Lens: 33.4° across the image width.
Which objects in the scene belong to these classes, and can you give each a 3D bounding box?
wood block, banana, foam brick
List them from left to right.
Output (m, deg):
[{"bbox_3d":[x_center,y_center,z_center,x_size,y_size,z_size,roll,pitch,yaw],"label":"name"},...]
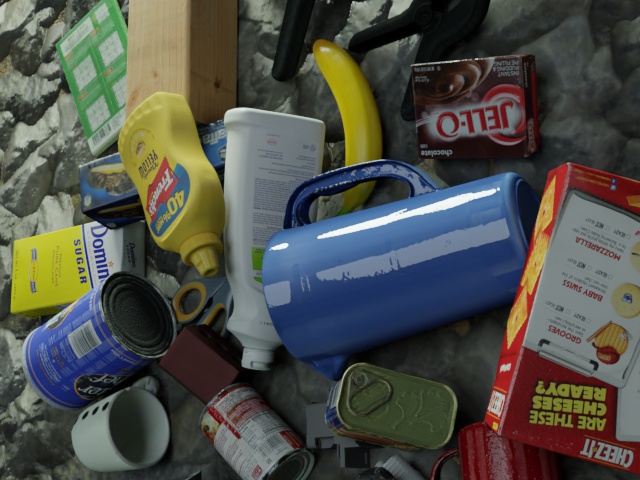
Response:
[{"bbox_3d":[-0.152,-0.213,1.183,0.090,0.090,0.206,-10,73,32],"label":"wood block"},{"bbox_3d":[-0.113,0.128,1.088,0.078,0.053,0.051,36,102,16],"label":"foam brick"},{"bbox_3d":[0.028,-0.119,1.068,0.070,0.037,0.198,-13,74,29],"label":"banana"}]

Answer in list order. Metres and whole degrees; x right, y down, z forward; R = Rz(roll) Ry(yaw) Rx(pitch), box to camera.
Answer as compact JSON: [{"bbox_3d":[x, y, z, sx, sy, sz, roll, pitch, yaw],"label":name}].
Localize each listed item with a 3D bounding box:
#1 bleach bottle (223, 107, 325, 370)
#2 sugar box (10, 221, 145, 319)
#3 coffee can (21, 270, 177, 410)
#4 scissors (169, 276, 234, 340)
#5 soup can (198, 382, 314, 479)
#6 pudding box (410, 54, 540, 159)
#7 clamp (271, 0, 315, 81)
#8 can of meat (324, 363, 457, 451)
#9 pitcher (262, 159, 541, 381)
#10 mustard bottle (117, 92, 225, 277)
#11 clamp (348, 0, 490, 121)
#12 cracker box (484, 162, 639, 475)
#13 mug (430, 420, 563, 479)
[{"bbox_3d":[-0.057,0.001,1.056,0.068,0.102,0.251,-176,93,-69],"label":"bleach bottle"},{"bbox_3d":[-0.283,0.032,1.241,0.177,0.048,0.093,-13,71,32],"label":"sugar box"},{"bbox_3d":[-0.239,0.109,1.149,0.141,0.102,0.103,-33,62,31],"label":"coffee can"},{"bbox_3d":[-0.096,0.031,1.133,0.096,0.016,0.202,33,98,35],"label":"scissors"},{"bbox_3d":[-0.062,0.196,1.039,0.102,0.068,0.068,41,102,33],"label":"soup can"},{"bbox_3d":[0.142,-0.121,0.978,0.114,0.039,0.090,2,102,36],"label":"pudding box"},{"bbox_3d":[-0.020,-0.290,1.103,0.210,0.036,0.164,-51,49,47],"label":"clamp"},{"bbox_3d":[0.058,0.149,0.933,0.102,0.084,0.057,15,73,-5],"label":"can of meat"},{"bbox_3d":[0.076,0.013,0.954,0.243,0.149,0.145,-18,32,26],"label":"pitcher"},{"bbox_3d":[-0.139,-0.046,1.051,0.096,0.058,0.192,-45,57,34],"label":"mustard bottle"},{"bbox_3d":[0.110,-0.201,1.036,0.172,0.039,0.120,-40,66,28],"label":"clamp"},{"bbox_3d":[0.234,0.065,0.826,0.164,0.072,0.214,15,87,-1],"label":"cracker box"},{"bbox_3d":[0.147,0.196,0.885,0.117,0.093,0.081,-14,67,25],"label":"mug"}]
